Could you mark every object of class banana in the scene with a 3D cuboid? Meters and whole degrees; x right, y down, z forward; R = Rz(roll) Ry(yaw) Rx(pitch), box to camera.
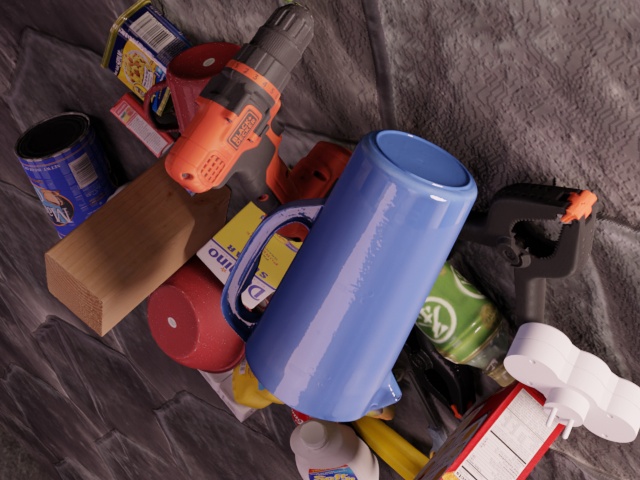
[{"bbox_3d":[0.103,0.264,1.308,0.198,0.037,0.069,31,157,54],"label":"banana"}]

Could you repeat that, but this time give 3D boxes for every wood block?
[{"bbox_3d":[-0.208,-0.001,1.225,0.090,0.205,0.091,39,150,13],"label":"wood block"}]

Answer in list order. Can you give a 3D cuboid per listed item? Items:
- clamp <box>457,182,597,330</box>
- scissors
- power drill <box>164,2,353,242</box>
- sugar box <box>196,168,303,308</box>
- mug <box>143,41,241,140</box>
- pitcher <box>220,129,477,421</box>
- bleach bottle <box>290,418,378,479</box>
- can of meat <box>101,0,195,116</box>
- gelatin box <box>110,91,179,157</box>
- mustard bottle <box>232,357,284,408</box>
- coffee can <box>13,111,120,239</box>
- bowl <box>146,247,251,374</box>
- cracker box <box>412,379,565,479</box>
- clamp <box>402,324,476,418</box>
[{"bbox_3d":[0.163,-0.003,0.918,0.164,0.036,0.210,42,154,6],"label":"clamp"},{"bbox_3d":[0.152,0.236,1.250,0.096,0.016,0.202,26,147,36],"label":"scissors"},{"bbox_3d":[-0.036,-0.095,0.953,0.057,0.184,0.187,32,173,39],"label":"power drill"},{"bbox_3d":[-0.058,0.002,1.165,0.093,0.048,0.177,47,136,-3],"label":"sugar box"},{"bbox_3d":[-0.114,-0.138,1.039,0.093,0.117,0.081,-98,-2,-52],"label":"mug"},{"bbox_3d":[0.027,0.025,0.932,0.145,0.149,0.243,52,126,41],"label":"pitcher"},{"bbox_3d":[0.008,0.268,1.329,0.103,0.068,0.250,-3,156,12],"label":"bleach bottle"},{"bbox_3d":[-0.173,-0.187,1.102,0.084,0.057,0.102,43,152,1],"label":"can of meat"},{"bbox_3d":[-0.182,-0.128,1.165,0.073,0.030,0.089,45,-166,-1],"label":"gelatin box"},{"bbox_3d":[-0.046,0.143,1.246,0.058,0.096,0.192,22,161,-17],"label":"mustard bottle"},{"bbox_3d":[-0.317,-0.079,1.375,0.103,0.102,0.140,19,141,39],"label":"coffee can"},{"bbox_3d":[-0.159,0.091,1.290,0.162,0.055,0.162,12,110,37],"label":"bowl"},{"bbox_3d":[0.146,0.239,1.061,0.072,0.213,0.164,42,151,6],"label":"cracker box"},{"bbox_3d":[0.116,0.111,1.120,0.171,0.039,0.120,50,160,-6],"label":"clamp"}]
